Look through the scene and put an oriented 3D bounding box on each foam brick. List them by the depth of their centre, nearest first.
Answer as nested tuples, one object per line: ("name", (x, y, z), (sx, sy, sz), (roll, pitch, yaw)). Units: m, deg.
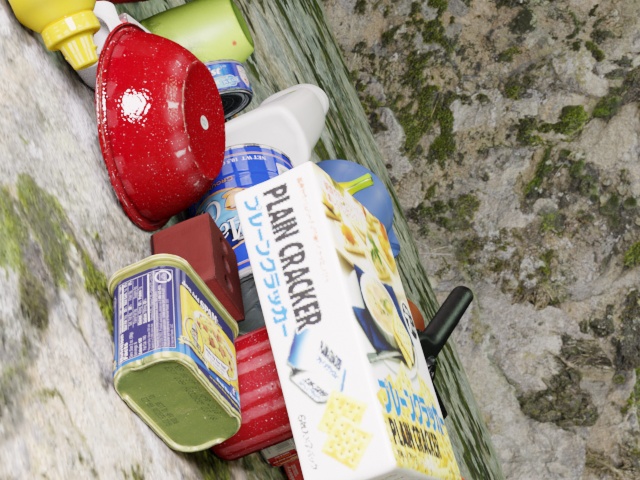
("foam brick", (-0.093, 0.028, 0.803), (0.078, 0.051, 0.053), (-103, 167, -49))

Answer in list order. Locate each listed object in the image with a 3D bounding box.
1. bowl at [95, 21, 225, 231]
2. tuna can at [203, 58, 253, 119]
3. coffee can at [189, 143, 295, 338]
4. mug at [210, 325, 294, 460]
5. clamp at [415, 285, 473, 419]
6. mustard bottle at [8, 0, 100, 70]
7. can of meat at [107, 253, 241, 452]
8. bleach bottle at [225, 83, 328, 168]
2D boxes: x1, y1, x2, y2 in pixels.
("bowl", (-0.113, -0.090, 0.820), (0.162, 0.055, 0.162), (-5, 90, -76))
("tuna can", (-0.109, -0.139, 1.025), (0.086, 0.086, 0.034), (26, 43, -76))
("coffee can", (-0.056, 0.001, 0.918), (0.102, 0.103, 0.140), (55, 14, -50))
("mug", (-0.046, 0.103, 0.783), (0.117, 0.081, 0.093), (-96, 160, -61))
("clamp", (0.107, 0.148, 1.168), (0.209, 0.036, 0.164), (-20, 121, -57))
("mustard bottle", (-0.204, -0.209, 0.744), (0.096, 0.058, 0.191), (-47, 114, -80))
("can of meat", (-0.091, 0.074, 0.682), (0.084, 0.057, 0.102), (-101, 164, -45))
("bleach bottle", (-0.035, -0.120, 1.086), (0.068, 0.103, 0.250), (67, 19, -13))
